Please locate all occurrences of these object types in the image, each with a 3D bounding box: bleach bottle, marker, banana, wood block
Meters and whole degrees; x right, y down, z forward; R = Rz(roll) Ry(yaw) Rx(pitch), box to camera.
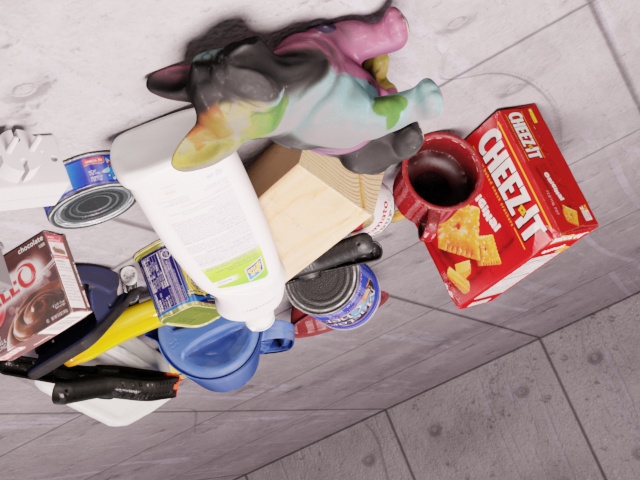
[{"bbox_3d":[-0.097,-0.001,0.969,0.102,0.068,0.251,-20,135,0],"label":"bleach bottle"},{"bbox_3d":[-0.224,0.059,1.259,0.020,0.020,0.121,-18,163,-14],"label":"marker"},{"bbox_3d":[-0.216,0.097,1.254,0.197,0.037,0.070,-22,-171,-22],"label":"banana"},{"bbox_3d":[-0.037,-0.028,1.052,0.090,0.090,0.206,34,135,-19],"label":"wood block"}]

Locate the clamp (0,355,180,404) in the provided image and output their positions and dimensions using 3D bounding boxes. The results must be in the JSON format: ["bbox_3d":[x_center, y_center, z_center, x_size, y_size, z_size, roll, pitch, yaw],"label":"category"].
[{"bbox_3d":[-0.251,0.165,1.233,0.209,0.036,0.165,10,-178,-32],"label":"clamp"}]

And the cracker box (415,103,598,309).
[{"bbox_3d":[0.205,-0.035,1.266,0.071,0.164,0.214,-13,161,-34],"label":"cracker box"}]

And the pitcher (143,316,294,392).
[{"bbox_3d":[-0.129,0.137,1.425,0.145,0.149,0.243,-45,170,-11],"label":"pitcher"}]

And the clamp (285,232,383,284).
[{"bbox_3d":[-0.006,0.027,1.236,0.172,0.039,0.120,-15,167,16],"label":"clamp"}]

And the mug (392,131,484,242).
[{"bbox_3d":[0.127,-0.054,1.206,0.093,0.117,0.081,9,162,-7],"label":"mug"}]

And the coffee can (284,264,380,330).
[{"bbox_3d":[0.017,0.060,1.422,0.103,0.103,0.140,-25,163,8],"label":"coffee can"}]

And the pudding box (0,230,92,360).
[{"bbox_3d":[-0.288,0.056,1.049,0.114,0.090,0.039,-29,164,18],"label":"pudding box"}]

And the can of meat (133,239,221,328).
[{"bbox_3d":[-0.155,0.049,1.206,0.057,0.084,0.102,-29,162,19],"label":"can of meat"}]

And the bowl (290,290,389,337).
[{"bbox_3d":[0.018,0.089,1.591,0.162,0.055,0.162,-20,163,-7],"label":"bowl"}]

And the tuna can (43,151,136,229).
[{"bbox_3d":[-0.205,-0.043,0.947,0.086,0.034,0.086,-20,163,-7],"label":"tuna can"}]
